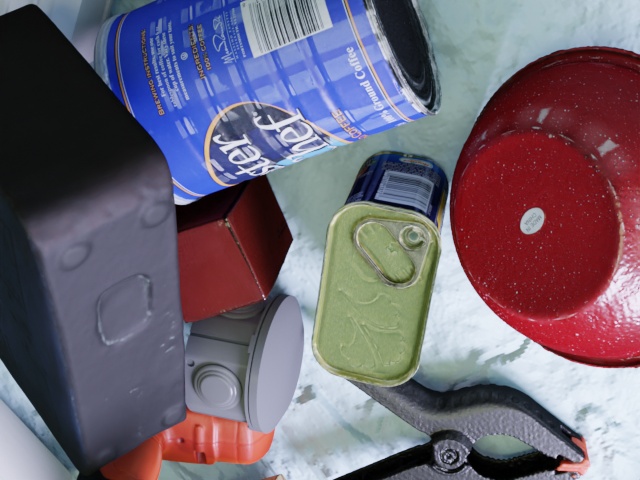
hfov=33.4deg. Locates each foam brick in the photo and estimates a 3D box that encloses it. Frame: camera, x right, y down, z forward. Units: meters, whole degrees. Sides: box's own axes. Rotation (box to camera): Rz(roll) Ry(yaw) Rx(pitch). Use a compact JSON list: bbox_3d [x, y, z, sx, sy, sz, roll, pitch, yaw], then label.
[{"bbox_3d":[-0.054,0.001,0.589,0.051,0.078,0.053,-17,110,18],"label":"foam brick"}]

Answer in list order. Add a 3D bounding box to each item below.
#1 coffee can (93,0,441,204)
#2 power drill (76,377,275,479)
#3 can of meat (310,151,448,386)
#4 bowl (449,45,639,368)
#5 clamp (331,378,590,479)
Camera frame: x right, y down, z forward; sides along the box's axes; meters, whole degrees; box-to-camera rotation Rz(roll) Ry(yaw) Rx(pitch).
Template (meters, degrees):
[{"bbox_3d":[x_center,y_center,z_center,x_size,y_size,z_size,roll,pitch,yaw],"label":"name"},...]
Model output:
[{"bbox_3d":[-0.024,-0.087,0.526,0.140,0.102,0.103,-18,110,20],"label":"coffee can"},{"bbox_3d":[-0.085,0.148,0.605,0.184,0.187,0.057,8,115,11],"label":"power drill"},{"bbox_3d":[0.035,0.012,0.570,0.057,0.084,0.102,11,117,8],"label":"can of meat"},{"bbox_3d":[0.117,-0.011,0.513,0.162,0.055,0.162,12,108,43],"label":"bowl"},{"bbox_3d":[0.070,0.129,0.643,0.171,0.039,0.120,15,119,6],"label":"clamp"}]
